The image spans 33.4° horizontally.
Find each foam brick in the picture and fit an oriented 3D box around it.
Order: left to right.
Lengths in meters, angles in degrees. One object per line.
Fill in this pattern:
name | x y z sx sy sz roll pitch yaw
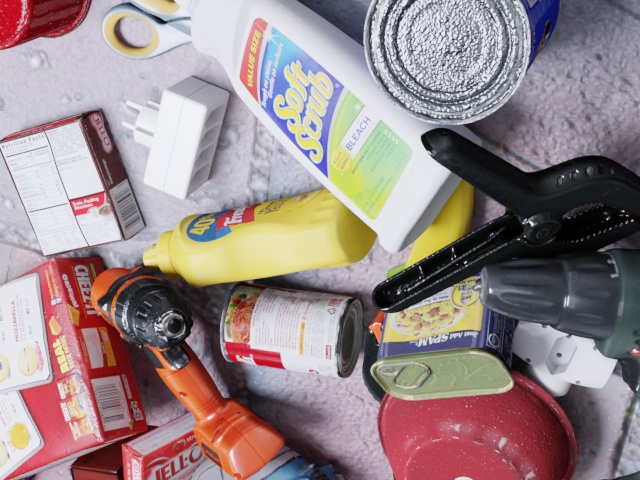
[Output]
foam brick | -0.187 0.212 0.991 0.053 0.078 0.051 1 113 22

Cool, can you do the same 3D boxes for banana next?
banana | 0.081 -0.049 0.799 0.070 0.037 0.198 8 114 17

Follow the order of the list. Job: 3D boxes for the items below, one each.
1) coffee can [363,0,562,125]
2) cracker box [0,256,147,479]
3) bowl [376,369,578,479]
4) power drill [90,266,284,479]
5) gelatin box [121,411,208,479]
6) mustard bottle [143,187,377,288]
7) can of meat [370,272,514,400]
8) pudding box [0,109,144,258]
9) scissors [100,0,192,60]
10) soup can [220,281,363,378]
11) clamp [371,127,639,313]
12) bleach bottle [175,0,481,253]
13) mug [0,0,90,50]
coffee can | 0.096 -0.143 0.693 0.103 0.140 0.103 8 115 17
cracker box | -0.269 0.127 0.961 0.214 0.072 0.164 -25 77 28
bowl | 0.116 0.172 0.831 0.162 0.055 0.162 9 123 14
power drill | -0.106 0.105 0.866 0.057 0.185 0.187 -37 109 -15
gelatin box | -0.134 0.202 0.958 0.030 0.089 0.073 22 120 37
mustard bottle | -0.056 0.001 0.838 0.192 0.096 0.058 -11 108 24
can of meat | 0.095 0.067 0.796 0.102 0.084 0.057 -10 139 29
pudding box | -0.213 -0.047 0.911 0.090 0.039 0.113 -11 106 25
scissors | -0.093 -0.149 0.834 0.202 0.016 0.096 39 121 1
soup can | -0.022 0.073 0.873 0.102 0.068 0.068 7 114 17
clamp | 0.138 -0.010 0.733 0.209 0.036 0.165 -1 139 -22
bleach bottle | -0.010 -0.107 0.768 0.251 0.068 0.103 40 125 13
mug | -0.246 -0.188 0.837 0.093 0.081 0.117 44 120 -2
